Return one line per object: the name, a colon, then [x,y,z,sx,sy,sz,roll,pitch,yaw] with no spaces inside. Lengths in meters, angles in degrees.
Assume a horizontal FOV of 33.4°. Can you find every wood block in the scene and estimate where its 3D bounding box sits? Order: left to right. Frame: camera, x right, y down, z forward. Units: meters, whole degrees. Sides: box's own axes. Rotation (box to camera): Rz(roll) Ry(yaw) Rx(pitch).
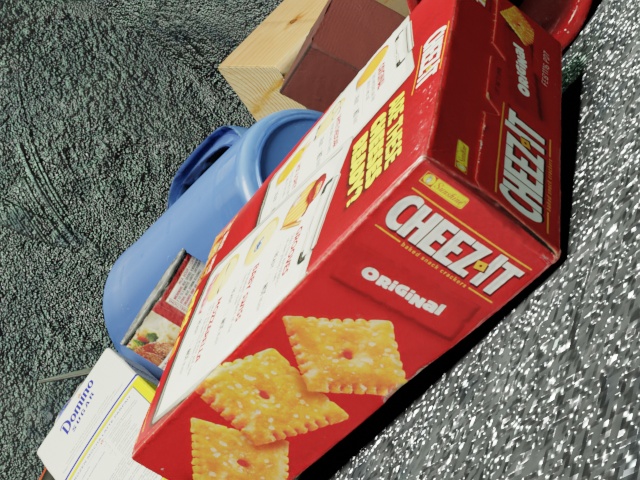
wood block: [0.033,-0.169,0.828,0.206,0.090,0.091,-48,30,-18]

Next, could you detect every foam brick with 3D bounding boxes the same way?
foam brick: [0.014,-0.120,0.699,0.053,0.051,0.078,-65,8,-23]

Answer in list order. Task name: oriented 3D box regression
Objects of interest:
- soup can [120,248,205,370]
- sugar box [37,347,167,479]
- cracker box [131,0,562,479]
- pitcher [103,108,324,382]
soup can: [-0.058,0.060,0.641,0.068,0.102,0.068,-55,8,11]
sugar box: [-0.121,0.141,0.694,0.093,0.048,0.176,-57,29,-5]
cracker box: [0.014,0.003,0.478,0.214,0.072,0.164,-45,18,36]
pitcher: [-0.055,0.001,0.743,0.144,0.149,0.243,-47,4,-37]
